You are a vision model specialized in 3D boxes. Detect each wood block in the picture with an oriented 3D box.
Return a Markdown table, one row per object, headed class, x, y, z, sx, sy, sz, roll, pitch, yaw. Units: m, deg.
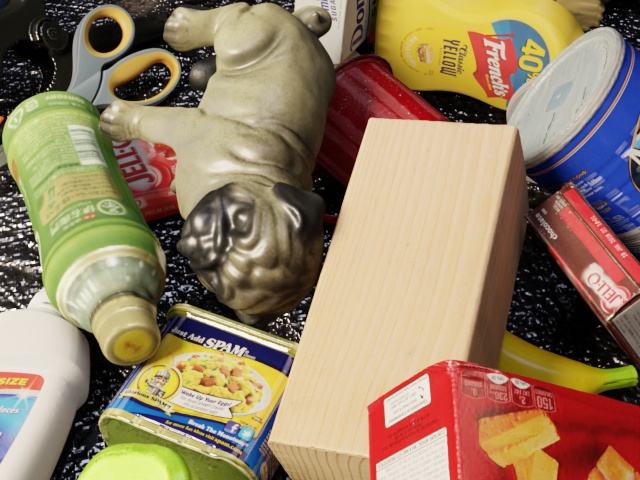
| class | x | y | z | sx | sy | sz | roll | pitch | yaw |
| --- | --- | --- | --- | --- | --- | --- | --- | --- | --- |
| wood block | 0.052 | 0.041 | 0.589 | 0.091 | 0.090 | 0.206 | 6 | 58 | 19 |

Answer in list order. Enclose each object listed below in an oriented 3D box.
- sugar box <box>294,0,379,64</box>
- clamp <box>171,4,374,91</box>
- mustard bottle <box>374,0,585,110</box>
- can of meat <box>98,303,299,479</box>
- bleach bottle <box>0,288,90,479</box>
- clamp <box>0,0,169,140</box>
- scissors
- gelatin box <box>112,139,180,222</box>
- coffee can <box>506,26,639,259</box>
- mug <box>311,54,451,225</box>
| class | x | y | z | sx | sy | sz | roll | pitch | yaw |
| --- | --- | --- | --- | --- | --- | --- | --- | --- | --- |
| sugar box | 0.031 | -0.210 | 0.832 | 0.048 | 0.093 | 0.176 | 14 | 34 | 13 |
| clamp | -0.037 | -0.158 | 0.868 | 0.171 | 0.039 | 0.120 | -3 | 44 | -3 |
| mustard bottle | 0.139 | -0.145 | 0.814 | 0.192 | 0.096 | 0.058 | 16 | 46 | 15 |
| can of meat | -0.061 | 0.094 | 0.600 | 0.102 | 0.057 | 0.083 | 18 | 49 | 17 |
| bleach bottle | -0.196 | 0.119 | 0.571 | 0.102 | 0.068 | 0.250 | 8 | 43 | 9 |
| clamp | -0.221 | -0.164 | 0.825 | 0.036 | 0.164 | 0.209 | -18 | 35 | 46 |
| scissors | -0.194 | -0.117 | 0.799 | 0.201 | 0.016 | 0.096 | -27 | 90 | -36 |
| gelatin box | -0.128 | -0.052 | 0.766 | 0.073 | 0.030 | 0.089 | -15 | 46 | -14 |
| coffee can | 0.200 | -0.051 | 0.671 | 0.140 | 0.103 | 0.102 | 34 | 44 | -14 |
| mug | 0.034 | -0.060 | 0.743 | 0.117 | 0.093 | 0.082 | -46 | 60 | 0 |
